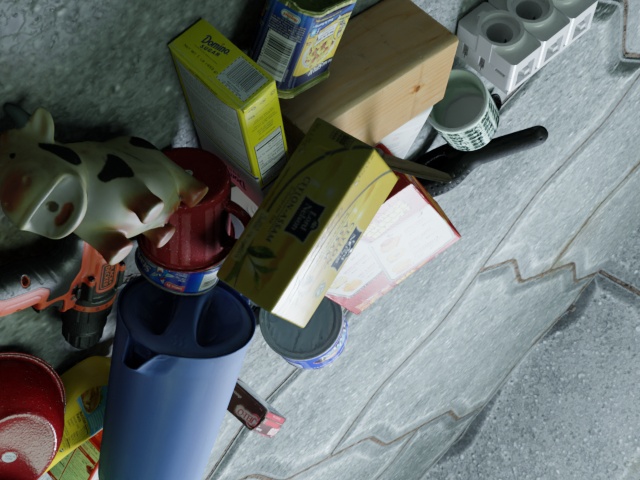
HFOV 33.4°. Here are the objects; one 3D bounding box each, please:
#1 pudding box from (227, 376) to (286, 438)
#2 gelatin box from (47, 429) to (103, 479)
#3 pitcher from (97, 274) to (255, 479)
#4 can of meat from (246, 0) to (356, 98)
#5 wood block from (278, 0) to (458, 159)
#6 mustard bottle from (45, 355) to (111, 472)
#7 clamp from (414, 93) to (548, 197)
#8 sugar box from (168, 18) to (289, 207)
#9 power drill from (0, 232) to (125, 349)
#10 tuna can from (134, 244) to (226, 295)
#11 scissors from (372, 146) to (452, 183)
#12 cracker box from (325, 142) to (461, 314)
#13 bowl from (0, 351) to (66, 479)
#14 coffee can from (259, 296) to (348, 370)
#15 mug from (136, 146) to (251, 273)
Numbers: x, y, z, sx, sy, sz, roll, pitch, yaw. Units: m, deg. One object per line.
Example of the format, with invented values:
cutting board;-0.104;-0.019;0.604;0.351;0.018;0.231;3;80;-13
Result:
pudding box;-0.105;0.206;1.385;0.039;0.114;0.090;-49;158;-4
gelatin box;-0.270;0.239;1.193;0.030;0.073;0.089;-14;140;-56
pitcher;-0.148;0.156;1.080;0.149;0.145;0.243;4;125;-20
can of meat;-0.018;-0.182;0.933;0.101;0.057;0.084;-40;159;-54
wood block;0.028;-0.147;1.052;0.205;0.090;0.091;-35;154;-27
mustard bottle;-0.258;0.176;1.124;0.191;0.058;0.096;-36;146;-25
clamp;0.183;-0.116;1.402;0.210;0.164;0.036;-32;116;8
sugar box;-0.073;-0.105;0.934;0.048;0.093;0.176;-42;159;-13
power drill;-0.256;0.059;0.932;0.187;0.057;0.185;-31;150;-40
tuna can;-0.134;0.012;1.034;0.085;0.086;0.034;-22;146;-47
scissors;0.056;-0.098;1.086;0.096;0.202;0.016;-59;143;-37
cracker box;0.054;-0.008;1.220;0.164;0.072;0.213;-37;154;9
bowl;-0.300;0.187;0.997;0.161;0.055;0.162;-22;127;-32
coffee can;-0.019;0.108;1.359;0.103;0.103;0.140;-45;168;-5
mug;-0.113;-0.026;0.974;0.093;0.117;0.081;-54;161;-38
